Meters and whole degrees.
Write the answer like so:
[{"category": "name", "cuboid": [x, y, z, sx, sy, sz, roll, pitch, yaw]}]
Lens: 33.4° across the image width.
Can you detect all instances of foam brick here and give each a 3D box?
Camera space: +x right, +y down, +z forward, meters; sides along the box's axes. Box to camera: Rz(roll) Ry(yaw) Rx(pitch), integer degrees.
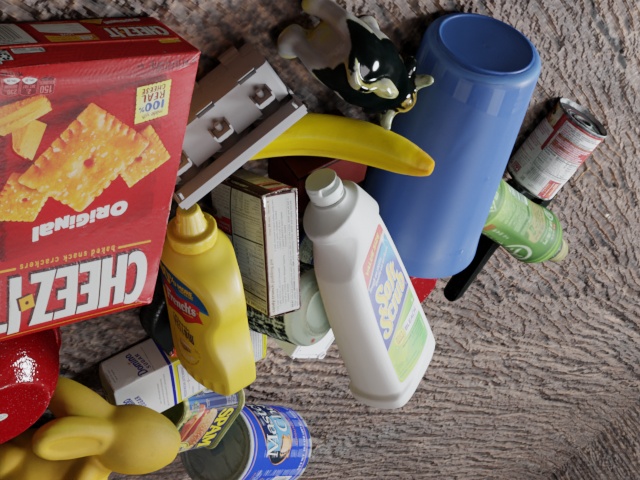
[{"category": "foam brick", "cuboid": [-0.002, -0.073, 0.968, 0.078, 0.053, 0.051, -27, 150, -19]}]

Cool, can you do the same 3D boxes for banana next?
[{"category": "banana", "cuboid": [-0.002, -0.080, 0.913, 0.197, 0.069, 0.037, -2, 147, -17]}]

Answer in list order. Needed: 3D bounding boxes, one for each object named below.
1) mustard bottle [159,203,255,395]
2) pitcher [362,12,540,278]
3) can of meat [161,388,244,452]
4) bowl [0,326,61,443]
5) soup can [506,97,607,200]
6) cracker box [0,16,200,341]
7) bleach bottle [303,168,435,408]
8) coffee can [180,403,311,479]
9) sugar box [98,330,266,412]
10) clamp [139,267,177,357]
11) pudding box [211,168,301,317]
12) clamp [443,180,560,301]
[{"category": "mustard bottle", "cuboid": [-0.101, 0.042, 0.913, 0.058, 0.096, 0.192, -28, 139, -23]}, {"category": "pitcher", "cuboid": [0.127, -0.093, 1.021, 0.145, 0.149, 0.243, 14, 133, -3]}, {"category": "can of meat", "cuboid": [-0.147, 0.194, 1.199, 0.083, 0.057, 0.102, -2, 136, -46]}, {"category": "bowl", "cuboid": [-0.290, 0.133, 0.934, 0.162, 0.055, 0.162, -28, 151, -17]}, {"category": "soup can", "cuboid": [0.272, -0.104, 1.234, 0.068, 0.068, 0.102, -1, 135, -50]}, {"category": "cracker box", "cuboid": [-0.182, -0.040, 0.734, 0.163, 0.072, 0.214, -13, 129, -40]}, {"category": "bleach bottle", "cuboid": [0.036, 0.041, 0.988, 0.102, 0.068, 0.250, -56, 139, -32]}, {"category": "coffee can", "cuboid": [-0.089, 0.250, 1.303, 0.103, 0.103, 0.140, -46, 152, 15]}, {"category": "sugar box", "cuboid": [-0.141, 0.125, 1.113, 0.176, 0.048, 0.093, -23, 149, -19]}, {"category": "clamp", "cuboid": [-0.135, 0.041, 0.992, 0.120, 0.039, 0.172, -2, 126, -39]}, {"category": "pudding box", "cuboid": [-0.056, 0.001, 0.930, 0.039, 0.090, 0.113, -16, 113, -32]}, {"category": "clamp", "cuboid": [0.214, -0.023, 1.323, 0.210, 0.036, 0.164, -41, 147, 2]}]
